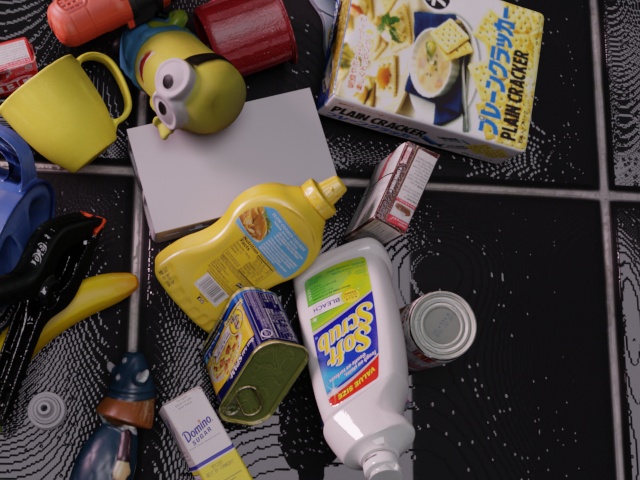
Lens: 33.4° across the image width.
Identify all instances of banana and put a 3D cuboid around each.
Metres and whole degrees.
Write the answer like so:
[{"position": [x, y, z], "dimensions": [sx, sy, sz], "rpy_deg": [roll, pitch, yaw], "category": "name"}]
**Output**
[{"position": [-0.258, 0.091, 1.004], "dimensions": [0.070, 0.037, 0.197], "rpy_deg": [35, 67, 12], "category": "banana"}]

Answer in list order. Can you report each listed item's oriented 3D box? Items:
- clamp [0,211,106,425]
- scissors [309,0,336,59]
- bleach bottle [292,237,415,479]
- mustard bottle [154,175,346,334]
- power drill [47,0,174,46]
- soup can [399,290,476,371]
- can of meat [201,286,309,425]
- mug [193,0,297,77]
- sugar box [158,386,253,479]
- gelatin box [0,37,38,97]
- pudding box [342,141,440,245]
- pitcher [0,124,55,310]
[{"position": [-0.253, 0.041, 0.932], "dimensions": [0.036, 0.164, 0.209], "rpy_deg": [17, 54, 14], "category": "clamp"}, {"position": [0.018, -0.261, 1.147], "dimensions": [0.096, 0.016, 0.202], "rpy_deg": [-21, 82, -16], "category": "scissors"}, {"position": [0.040, 0.111, 0.966], "dimensions": [0.102, 0.068, 0.251], "rpy_deg": [-22, 42, 7], "category": "bleach bottle"}, {"position": [-0.057, 0.001, 1.012], "dimensions": [0.192, 0.058, 0.096], "rpy_deg": [-36, 113, 9], "category": "mustard bottle"}, {"position": [-0.207, -0.282, 1.046], "dimensions": [0.184, 0.057, 0.188], "rpy_deg": [-30, 53, -17], "category": "power drill"}, {"position": [0.105, 0.089, 1.040], "dimensions": [0.068, 0.102, 0.068], "rpy_deg": [2, 78, -10], "category": "soup can"}, {"position": [-0.065, 0.106, 0.994], "dimensions": [0.057, 0.102, 0.084], "rpy_deg": [14, 30, -33], "category": "can of meat"}, {"position": [-0.082, -0.217, 1.088], "dimensions": [0.081, 0.093, 0.117], "rpy_deg": [-21, 51, -9], "category": "mug"}, {"position": [-0.088, 0.221, 0.981], "dimensions": [0.048, 0.093, 0.176], "rpy_deg": [-26, 84, -15], "category": "sugar box"}, {"position": [-0.319, -0.160, 1.033], "dimensions": [0.089, 0.073, 0.030], "rpy_deg": [-18, 83, -15], "category": "gelatin box"}, {"position": [0.068, -0.041, 1.057], "dimensions": [0.039, 0.114, 0.090], "rpy_deg": [26, 75, -7], "category": "pudding box"}, {"position": [-0.370, -0.040, 0.956], "dimensions": [0.243, 0.145, 0.149], "rpy_deg": [21, 71, 3], "category": "pitcher"}]
